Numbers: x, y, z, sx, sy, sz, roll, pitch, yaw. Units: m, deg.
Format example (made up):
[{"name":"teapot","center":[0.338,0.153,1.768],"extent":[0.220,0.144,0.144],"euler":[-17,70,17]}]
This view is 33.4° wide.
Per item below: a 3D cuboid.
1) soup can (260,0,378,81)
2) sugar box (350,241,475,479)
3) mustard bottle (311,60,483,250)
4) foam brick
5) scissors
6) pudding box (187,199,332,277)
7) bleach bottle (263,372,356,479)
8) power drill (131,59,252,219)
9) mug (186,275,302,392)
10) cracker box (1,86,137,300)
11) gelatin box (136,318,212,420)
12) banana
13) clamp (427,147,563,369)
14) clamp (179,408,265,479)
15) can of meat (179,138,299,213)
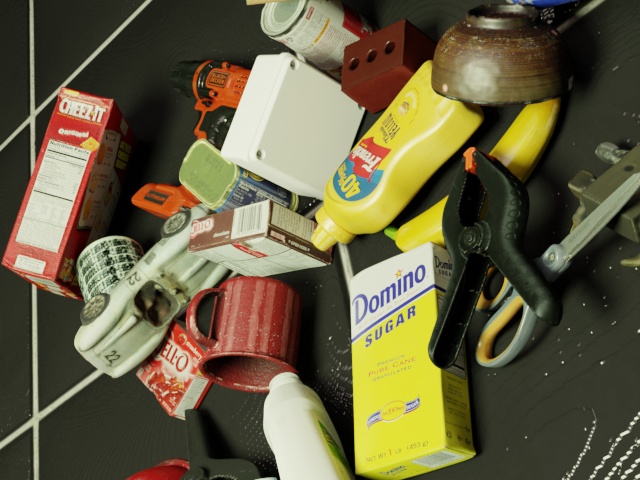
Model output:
[{"name":"soup can","center":[0.000,-0.208,1.048],"extent":[0.069,0.102,0.068],"euler":[-24,54,38]},{"name":"sugar box","center":[0.070,0.097,0.860],"extent":[0.094,0.048,0.176],"euler":[-26,54,36]},{"name":"mustard bottle","center":[0.058,-0.064,0.945],"extent":[0.192,0.058,0.096],"euler":[-49,31,19]},{"name":"foam brick","center":[0.064,-0.161,0.994],"extent":[0.078,0.051,0.053],"euler":[-18,57,41]},{"name":"scissors","center":[0.164,0.007,0.789],"extent":[0.202,0.016,0.096],"euler":[-62,28,28]},{"name":"pudding box","center":[-0.057,0.001,1.012],"extent":[0.114,0.089,0.039],"euler":[-10,65,44]},{"name":"bleach bottle","center":[0.005,0.205,0.850],"extent":[0.068,0.102,0.251],"euler":[-27,39,2]},{"name":"power drill","center":[-0.139,-0.112,1.182],"extent":[0.185,0.057,0.187],"euler":[20,86,50]},{"name":"mug","center":[-0.070,0.081,0.969],"extent":[0.093,0.117,0.081],"euler":[-31,44,49]},{"name":"cracker box","center":[-0.287,-0.049,1.233],"extent":[0.164,0.072,0.213],"euler":[93,-168,-79]},{"name":"gelatin box","center":[-0.144,0.129,1.086],"extent":[0.089,0.030,0.073],"euler":[37,99,49]},{"name":"banana","center":[0.125,-0.044,0.880],"extent":[0.198,0.037,0.069],"euler":[-40,46,26]},{"name":"clamp","center":[0.119,0.013,0.805],"extent":[0.120,0.039,0.171],"euler":[-33,44,33]},{"name":"clamp","center":[-0.120,0.227,0.941],"extent":[0.164,0.036,0.210],"euler":[-36,29,-27]},{"name":"can of meat","center":[-0.085,-0.053,1.074],"extent":[0.057,0.083,0.102],"euler":[-59,40,6]}]
